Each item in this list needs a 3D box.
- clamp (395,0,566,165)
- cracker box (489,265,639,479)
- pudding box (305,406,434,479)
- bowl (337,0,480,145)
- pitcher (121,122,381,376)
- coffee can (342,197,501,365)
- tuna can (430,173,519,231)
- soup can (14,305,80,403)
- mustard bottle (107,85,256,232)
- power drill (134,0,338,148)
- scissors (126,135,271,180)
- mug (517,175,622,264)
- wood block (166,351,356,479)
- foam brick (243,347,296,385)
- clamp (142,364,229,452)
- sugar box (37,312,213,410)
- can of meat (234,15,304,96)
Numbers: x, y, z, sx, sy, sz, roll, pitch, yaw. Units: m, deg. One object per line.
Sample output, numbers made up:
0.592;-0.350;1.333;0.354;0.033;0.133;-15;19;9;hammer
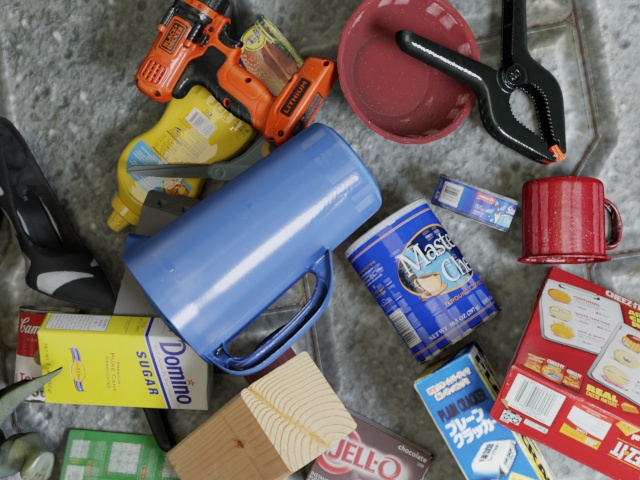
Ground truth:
0.195;-0.175;1.097;0.164;0.036;0.210;-42;98;-15;clamp
0.264;0.126;1.006;0.164;0.213;0.072;25;120;10;cracker box
0.052;0.242;1.134;0.113;0.039;0.090;26;94;10;pudding box
0.083;-0.177;1.107;0.162;0.055;0.162;1;88;-20;bowl
-0.056;0.005;1.038;0.242;0.145;0.149;-38;117;-6;pitcher
0.104;0.042;1.095;0.103;0.102;0.140;-35;83;8;coffee can
0.157;-0.039;1.094;0.086;0.086;0.034;21;95;11;tuna can
-0.306;0.126;1.192;0.068;0.068;0.102;4;91;11;soup can
-0.166;-0.083;1.172;0.096;0.058;0.192;43;97;2;mustard bottle
-0.077;-0.195;1.101;0.188;0.057;0.184;32;94;12;power drill
-0.096;-0.090;1.135;0.201;0.016;0.096;14;108;-14;scissors
0.256;-0.019;1.080;0.117;0.093;0.081;2;84;-20;mug
-0.065;0.202;1.074;0.091;0.090;0.206;56;143;7;wood block
-0.037;0.159;1.147;0.053;0.051;0.078;-35;83;8;foam brick
-0.194;0.152;1.182;0.171;0.039;0.120;27;81;11;clamp
-0.203;0.128;1.124;0.176;0.048;0.093;3;117;4;sugar box
-0.061;-0.180;1.155;0.084;0.057;0.102;-39;82;6;can of meat
